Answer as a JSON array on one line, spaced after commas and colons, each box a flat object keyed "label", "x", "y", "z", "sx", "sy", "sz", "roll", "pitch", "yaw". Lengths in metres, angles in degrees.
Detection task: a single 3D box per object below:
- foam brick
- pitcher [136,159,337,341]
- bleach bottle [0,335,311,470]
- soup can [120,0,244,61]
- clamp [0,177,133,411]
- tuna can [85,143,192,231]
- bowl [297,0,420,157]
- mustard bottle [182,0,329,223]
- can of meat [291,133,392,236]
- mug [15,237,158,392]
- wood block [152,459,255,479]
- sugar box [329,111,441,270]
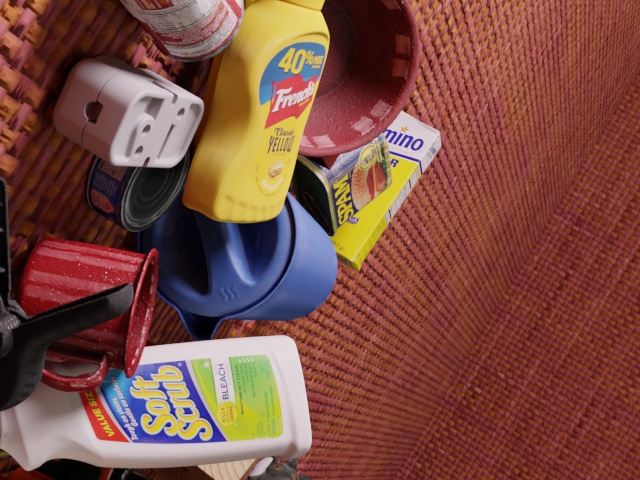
[{"label": "foam brick", "x": -0.015, "y": -0.109, "z": 0.951, "sx": 0.051, "sy": 0.078, "sz": 0.053, "roll": -57, "pitch": 160, "yaw": -5}, {"label": "pitcher", "x": -0.056, "y": 0.001, "z": 0.953, "sx": 0.149, "sy": 0.145, "sz": 0.242, "roll": -36, "pitch": 167, "yaw": 6}, {"label": "bleach bottle", "x": -0.135, "y": 0.132, "z": 0.804, "sx": 0.250, "sy": 0.102, "sz": 0.068, "roll": -5, "pitch": 170, "yaw": -27}, {"label": "soup can", "x": -0.094, "y": -0.163, "z": 0.667, "sx": 0.068, "sy": 0.068, "sz": 0.102, "roll": -57, "pitch": 162, "yaw": -6}, {"label": "clamp", "x": -0.193, "y": 0.057, "z": 0.682, "sx": 0.172, "sy": 0.120, "sz": 0.039, "roll": -63, "pitch": 166, "yaw": 24}, {"label": "tuna can", "x": -0.134, "y": -0.050, "z": 0.796, "sx": 0.086, "sy": 0.034, "sz": 0.086, "roll": -50, "pitch": 160, "yaw": -26}, {"label": "bowl", "x": -0.002, "y": -0.153, "z": 0.874, "sx": 0.162, "sy": 0.055, "sz": 0.162, "roll": -7, "pitch": 111, "yaw": -19}, {"label": "mustard bottle", "x": -0.038, "y": -0.110, "z": 0.764, "sx": 0.096, "sy": 0.058, "sz": 0.192, "roll": -9, "pitch": 121, "yaw": -58}, {"label": "can of meat", "x": 0.021, "y": -0.066, "z": 1.045, "sx": 0.083, "sy": 0.057, "sz": 0.102, "roll": -39, "pitch": 150, "yaw": -18}, {"label": "mug", "x": -0.165, "y": 0.053, "z": 0.742, "sx": 0.093, "sy": 0.081, "sz": 0.117, "roll": 101, "pitch": -1, "yaw": -53}, {"label": "wood block", "x": -0.112, "y": 0.215, "z": 1.108, "sx": 0.090, "sy": 0.091, "sz": 0.206, "roll": -51, "pitch": 175, "yaw": -23}, {"label": "sugar box", "x": 0.047, "y": -0.063, "z": 1.165, "sx": 0.176, "sy": 0.093, "sz": 0.048, "roll": -57, "pitch": 162, "yaw": -9}]
